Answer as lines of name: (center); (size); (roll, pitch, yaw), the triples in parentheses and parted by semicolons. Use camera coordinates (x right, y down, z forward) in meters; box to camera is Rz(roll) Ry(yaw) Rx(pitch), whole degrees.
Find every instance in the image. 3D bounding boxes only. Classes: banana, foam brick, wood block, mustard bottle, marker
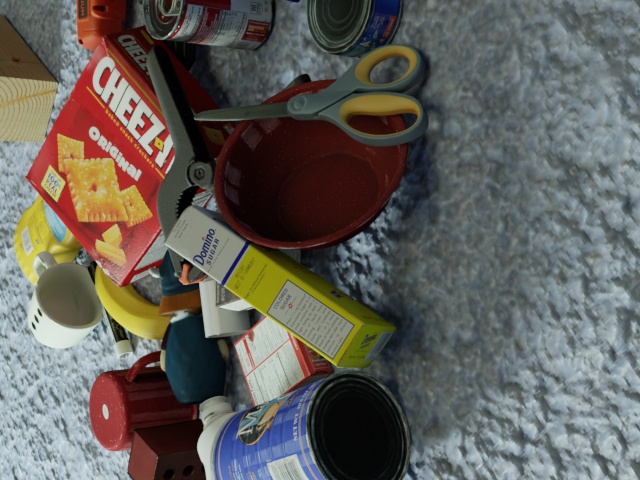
banana: (-0.200, 0.063, 1.151); (0.198, 0.037, 0.070); (39, 121, 44)
foam brick: (-0.143, 0.215, 1.050); (0.051, 0.078, 0.053); (32, 117, 46)
wood block: (-0.430, -0.218, 1.389); (0.206, 0.090, 0.090); (46, 124, 41)
mustard bottle: (-0.299, -0.031, 1.255); (0.192, 0.058, 0.096); (-44, 57, 42)
marker: (-0.239, 0.076, 1.207); (0.020, 0.020, 0.121); (-44, 61, 42)

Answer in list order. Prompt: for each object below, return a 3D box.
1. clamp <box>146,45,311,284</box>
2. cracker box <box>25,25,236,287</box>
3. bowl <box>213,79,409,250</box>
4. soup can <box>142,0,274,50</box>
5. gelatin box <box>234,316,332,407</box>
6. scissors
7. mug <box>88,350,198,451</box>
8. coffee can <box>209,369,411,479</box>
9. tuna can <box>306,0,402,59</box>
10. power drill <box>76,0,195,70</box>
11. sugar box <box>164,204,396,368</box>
clamp: (-0.088, -0.063, 0.938); (0.165, 0.036, 0.210); (7, 96, 26)
cracker box: (-0.190, -0.079, 1.068); (0.164, 0.072, 0.214); (49, 129, 10)
bowl: (-0.001, -0.050, 0.855); (0.162, 0.055, 0.162); (-10, 56, 15)
soup can: (-0.101, -0.212, 0.976); (0.069, 0.102, 0.068); (0, 90, 51)
gelatin box: (-0.035, 0.105, 0.954); (0.089, 0.030, 0.073); (-43, 59, 41)
scissors: (-0.002, -0.122, 0.853); (0.202, 0.016, 0.096); (14, 71, 28)
mug: (-0.180, 0.162, 1.092); (0.093, 0.081, 0.117); (49, 126, 39)
coffee can: (-0.011, 0.172, 0.867); (0.141, 0.102, 0.103); (-30, 68, 47)
tuna can: (0.026, -0.193, 0.873); (0.086, 0.033, 0.086); (0, 91, 51)
power drill: (-0.189, -0.252, 1.121); (0.188, 0.057, 0.184); (-5, 83, 48)
sugar box: (-0.031, 0.036, 0.849); (0.176, 0.093, 0.048); (36, 95, 19)
